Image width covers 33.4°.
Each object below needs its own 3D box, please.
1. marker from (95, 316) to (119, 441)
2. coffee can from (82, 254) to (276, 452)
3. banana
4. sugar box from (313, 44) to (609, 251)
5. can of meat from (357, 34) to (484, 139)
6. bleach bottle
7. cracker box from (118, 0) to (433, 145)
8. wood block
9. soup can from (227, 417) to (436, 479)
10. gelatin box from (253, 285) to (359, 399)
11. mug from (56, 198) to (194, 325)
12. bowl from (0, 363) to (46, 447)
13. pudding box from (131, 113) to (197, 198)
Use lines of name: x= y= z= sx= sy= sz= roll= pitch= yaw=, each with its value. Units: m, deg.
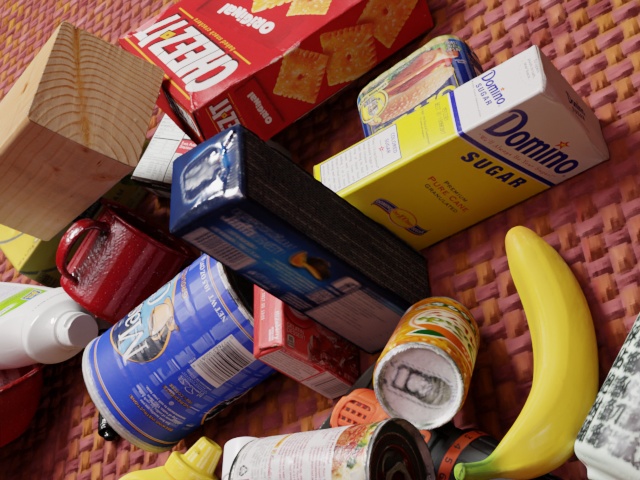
marker: x=-0.183 y=0.117 z=0.914 sx=0.020 sy=0.020 sz=0.121 roll=-32 pitch=47 yaw=23
coffee can: x=-0.092 y=0.078 z=0.795 sx=0.140 sy=0.102 sz=0.103 roll=-37 pitch=45 yaw=18
banana: x=0.130 y=0.066 z=0.625 sx=0.037 sy=0.069 sz=0.197 roll=117 pitch=176 yaw=-45
sugar box: x=0.093 y=-0.052 z=0.719 sx=0.176 sy=0.093 sz=0.048 roll=-26 pitch=50 yaw=29
can of meat: x=0.079 y=-0.091 z=0.785 sx=0.102 sy=0.057 sz=0.084 roll=-31 pitch=44 yaw=23
bleach bottle: x=-0.285 y=0.081 z=0.964 sx=0.251 sy=0.068 sz=0.102 roll=-1 pitch=31 yaw=47
cracker box: x=-0.041 y=-0.173 z=0.887 sx=0.213 sy=0.072 sz=0.164 roll=-35 pitch=42 yaw=-10
wood block: x=-0.218 y=-0.081 z=0.874 sx=0.207 sy=0.090 sz=0.090 roll=-27 pitch=44 yaw=54
soup can: x=0.006 y=0.141 z=0.609 sx=0.102 sy=0.068 sz=0.068 roll=-15 pitch=55 yaw=35
gelatin box: x=-0.009 y=0.060 z=0.741 sx=0.030 sy=0.089 sz=0.073 roll=-23 pitch=50 yaw=30
mug: x=-0.174 y=0.019 z=0.902 sx=0.093 sy=0.117 sz=0.081 roll=36 pitch=95 yaw=36
bowl: x=-0.311 y=0.155 z=0.942 sx=0.162 sy=0.161 sz=0.055 roll=-10 pitch=101 yaw=38
pudding box: x=-0.112 y=-0.091 z=0.972 sx=0.090 sy=0.039 sz=0.113 roll=14 pitch=72 yaw=46
